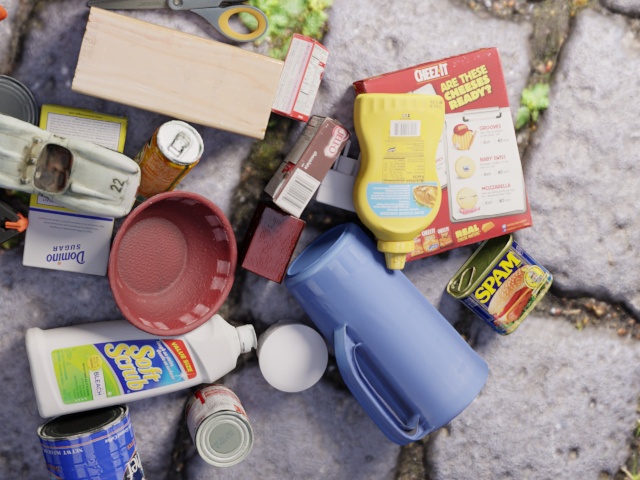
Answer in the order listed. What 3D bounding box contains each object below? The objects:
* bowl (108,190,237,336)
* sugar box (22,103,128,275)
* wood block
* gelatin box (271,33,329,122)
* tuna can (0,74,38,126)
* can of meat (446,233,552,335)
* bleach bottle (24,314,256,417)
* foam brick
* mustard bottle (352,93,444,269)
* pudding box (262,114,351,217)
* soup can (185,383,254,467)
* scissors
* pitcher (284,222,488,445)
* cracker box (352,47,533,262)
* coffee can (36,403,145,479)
[{"bbox_3d":[-0.173,0.022,1.179,0.161,0.055,0.162,-8,104,-37],"label":"bowl"},{"bbox_3d":[-0.268,-0.055,1.167,0.093,0.048,0.176,9,100,-9],"label":"sugar box"},{"bbox_3d":[-0.156,-0.180,1.147,0.206,0.091,0.090,14,99,-15],"label":"wood block"},{"bbox_3d":[-0.023,-0.180,1.185,0.030,0.073,0.089,19,96,12],"label":"gelatin box"},{"bbox_3d":[-0.346,-0.135,1.143,0.086,0.034,0.086,-2,99,-12],"label":"tuna can"},{"bbox_3d":[0.218,0.052,1.287,0.084,0.057,0.102,41,89,-18],"label":"can of meat"},{"bbox_3d":[-0.198,0.126,1.205,0.250,0.068,0.102,-11,102,-13],"label":"bleach bottle"},{"bbox_3d":[-0.058,0.001,1.220,0.051,0.053,0.078,21,93,-15],"label":"foam brick"},{"bbox_3d":[0.084,-0.063,1.164,0.096,0.058,0.192,-2,99,-13],"label":"mustard bottle"},{"bbox_3d":[-0.016,-0.085,1.195,0.039,0.090,0.113,34,92,-13],"label":"pudding box"},{"bbox_3d":[-0.115,0.210,1.215,0.068,0.102,0.068,-2,99,-13],"label":"soup can"},{"bbox_3d":[-0.145,-0.248,1.176,0.202,0.016,0.096,-16,122,4],"label":"scissors"},{"bbox_3d":[0.068,0.106,1.220,0.145,0.149,0.242,-41,102,-4],"label":"pitcher"},{"bbox_3d":[0.142,-0.100,1.237,0.164,0.072,0.214,-16,101,-9],"label":"cracker box"},{"bbox_3d":[-0.249,0.265,1.194,0.102,0.103,0.140,-13,101,-10],"label":"coffee can"}]
